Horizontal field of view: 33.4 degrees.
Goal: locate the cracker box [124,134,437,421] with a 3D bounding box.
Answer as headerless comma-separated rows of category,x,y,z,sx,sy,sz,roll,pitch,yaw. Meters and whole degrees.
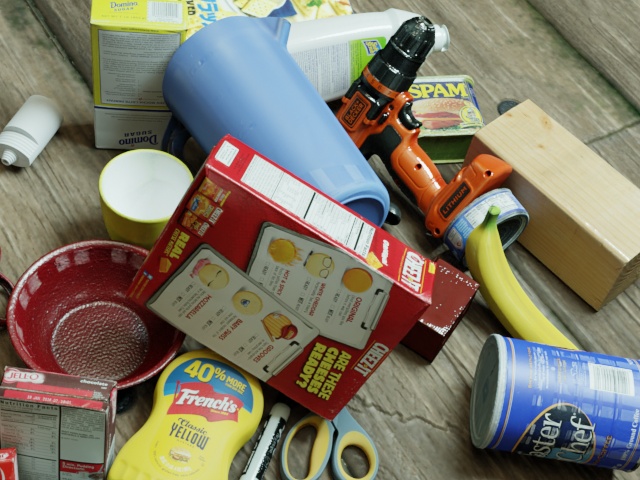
cracker box,-0.034,0.033,0.906,0.213,0.164,0.072,31,34,-7

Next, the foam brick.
foam brick,0.110,0.067,1.033,0.051,0.053,0.078,31,55,14

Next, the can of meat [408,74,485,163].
can of meat,0.130,-0.133,1.188,0.102,0.057,0.084,-4,56,-12

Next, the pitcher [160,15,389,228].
pitcher,-0.048,-0.084,1.016,0.144,0.149,0.243,-20,56,-25

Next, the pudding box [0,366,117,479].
pudding box,-0.215,0.157,0.869,0.090,0.114,0.039,9,37,-3

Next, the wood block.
wood block,0.252,-0.039,1.114,0.090,0.091,0.206,-32,64,-29

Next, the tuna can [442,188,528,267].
tuna can,0.168,-0.012,1.082,0.086,0.086,0.034,-23,63,-25

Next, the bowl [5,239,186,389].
bowl,-0.200,0.078,0.969,0.162,0.055,0.162,5,52,-6

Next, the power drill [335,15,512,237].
power drill,0.106,-0.111,1.101,0.188,0.185,0.057,48,35,18

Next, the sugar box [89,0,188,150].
sugar box,-0.184,-0.165,1.081,0.093,0.176,0.048,2,55,-9

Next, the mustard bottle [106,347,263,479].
mustard bottle,-0.103,0.152,0.928,0.096,0.058,0.191,22,52,4

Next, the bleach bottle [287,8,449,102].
bleach bottle,0.019,-0.196,1.171,0.250,0.102,0.068,-11,42,-11

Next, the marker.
marker,-0.045,0.174,0.945,0.020,0.020,0.121,21,52,6

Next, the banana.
banana,0.192,0.060,1.030,0.037,0.070,0.198,-36,97,-23

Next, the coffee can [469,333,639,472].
coffee can,0.214,0.146,0.958,0.140,0.103,0.102,10,52,-2

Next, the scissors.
scissors,0.026,0.148,0.980,0.096,0.016,0.201,23,53,6
